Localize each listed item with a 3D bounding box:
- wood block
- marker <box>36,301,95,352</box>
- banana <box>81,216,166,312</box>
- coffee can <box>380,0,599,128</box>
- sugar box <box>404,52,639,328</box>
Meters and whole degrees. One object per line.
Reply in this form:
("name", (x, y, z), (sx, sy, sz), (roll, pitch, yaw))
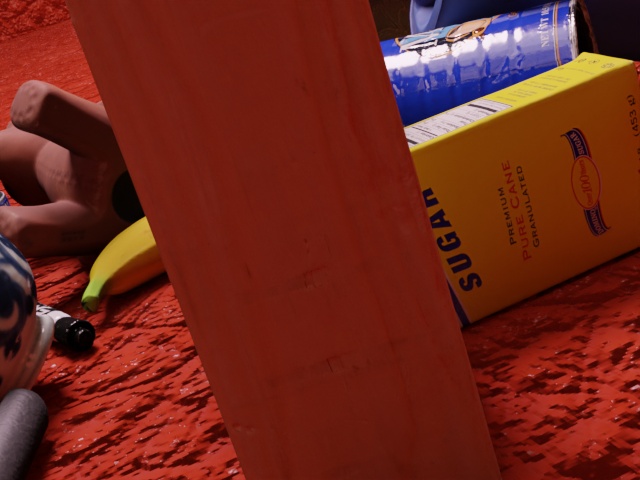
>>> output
("wood block", (-0.008, -0.009, 0.384), (0.090, 0.206, 0.091), (-16, 20, 4))
("marker", (-0.167, 0.048, 0.642), (0.020, 0.020, 0.121), (-30, 23, -30))
("banana", (-0.067, -0.006, 0.683), (0.197, 0.037, 0.070), (-25, 39, -17))
("coffee can", (0.093, -0.080, 0.637), (0.140, 0.103, 0.102), (-9, 22, 22))
("sugar box", (0.072, -0.014, 0.498), (0.176, 0.093, 0.048), (-24, 21, -15))
